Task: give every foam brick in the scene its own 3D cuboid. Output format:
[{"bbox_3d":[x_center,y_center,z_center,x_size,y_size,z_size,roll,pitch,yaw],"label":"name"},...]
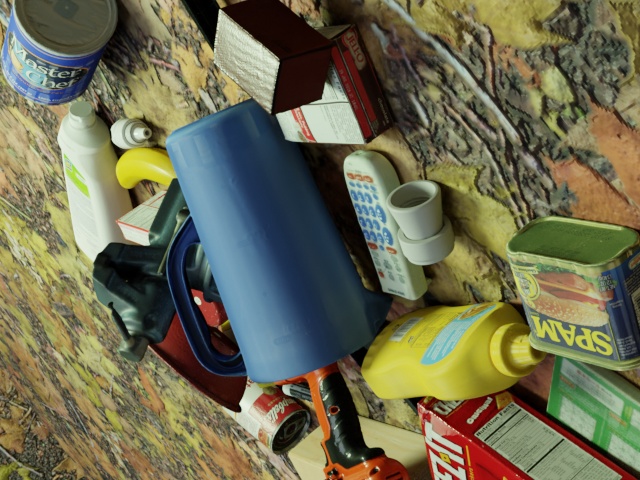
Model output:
[{"bbox_3d":[-0.037,-0.141,0.806,0.078,0.052,0.051,45,141,30],"label":"foam brick"}]

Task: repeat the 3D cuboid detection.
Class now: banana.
[{"bbox_3d":[-0.194,-0.077,1.232,0.198,0.037,0.069,15,134,51],"label":"banana"}]

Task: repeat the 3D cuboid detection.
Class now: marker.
[{"bbox_3d":[-0.005,0.187,1.278,0.121,0.020,0.020,7,130,55],"label":"marker"}]

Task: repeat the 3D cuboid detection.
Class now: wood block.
[{"bbox_3d":[0.068,0.264,1.177,0.206,0.090,0.091,4,127,57],"label":"wood block"}]

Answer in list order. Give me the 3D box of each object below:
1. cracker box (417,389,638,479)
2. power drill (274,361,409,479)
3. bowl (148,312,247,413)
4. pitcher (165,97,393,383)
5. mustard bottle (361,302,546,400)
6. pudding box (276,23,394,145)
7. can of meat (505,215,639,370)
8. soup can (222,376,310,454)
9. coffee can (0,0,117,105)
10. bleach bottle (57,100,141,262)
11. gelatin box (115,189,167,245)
[{"bbox_3d":[0.187,0.230,0.935,0.214,0.072,0.164,33,148,41],"label":"cracker box"},{"bbox_3d":[0.005,0.197,1.091,0.185,0.057,0.188,-39,72,54],"label":"power drill"},{"bbox_3d":[-0.137,0.127,1.233,0.162,0.055,0.162,40,179,1],"label":"bowl"},{"bbox_3d":[-0.056,0.001,0.967,0.145,0.149,0.243,-13,102,53],"label":"pitcher"},{"bbox_3d":[0.117,0.091,0.876,0.058,0.096,0.192,56,153,-11],"label":"mustard bottle"},{"bbox_3d":[-0.001,-0.125,0.863,0.114,0.039,0.090,8,127,51],"label":"pudding box"},{"bbox_3d":[0.184,0.034,0.744,0.102,0.057,0.084,12,131,52],"label":"can of meat"},{"bbox_3d":[-0.071,0.217,1.368,0.102,0.068,0.068,35,149,33],"label":"soup can"},{"bbox_3d":[-0.276,-0.214,1.119,0.103,0.102,0.140,53,154,-1],"label":"coffee can"},{"bbox_3d":[-0.282,-0.071,1.355,0.103,0.068,0.251,38,148,26],"label":"bleach bottle"},{"bbox_3d":[-0.185,-0.024,1.241,0.089,0.073,0.030,14,135,51],"label":"gelatin box"}]
